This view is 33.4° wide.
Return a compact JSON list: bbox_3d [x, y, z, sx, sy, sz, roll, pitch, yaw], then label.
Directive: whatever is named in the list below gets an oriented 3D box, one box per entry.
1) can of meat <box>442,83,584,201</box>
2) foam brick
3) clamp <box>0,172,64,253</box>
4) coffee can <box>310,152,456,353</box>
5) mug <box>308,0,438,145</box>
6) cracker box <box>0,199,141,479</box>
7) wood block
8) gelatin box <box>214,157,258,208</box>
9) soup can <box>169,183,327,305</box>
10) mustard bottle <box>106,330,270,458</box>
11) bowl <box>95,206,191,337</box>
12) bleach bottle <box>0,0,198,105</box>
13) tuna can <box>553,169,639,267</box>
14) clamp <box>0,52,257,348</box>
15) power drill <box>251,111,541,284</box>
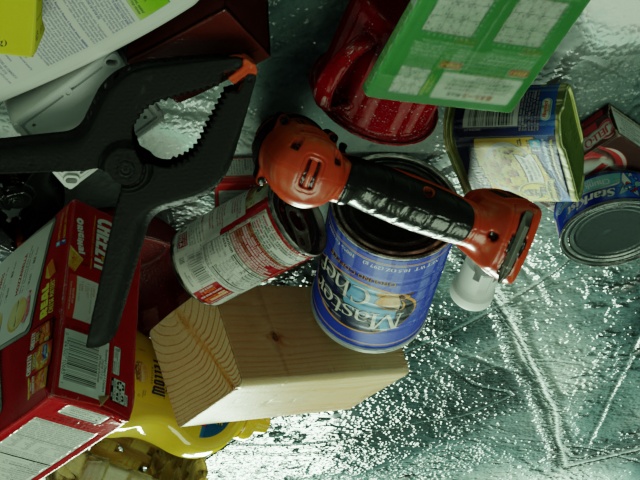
[{"bbox_3d":[0.144,-0.069,0.778,0.084,0.057,0.102,1,149,24],"label":"can of meat"},{"bbox_3d":[-0.077,-0.134,0.684,0.078,0.051,0.053,-22,142,23],"label":"foam brick"},{"bbox_3d":[-0.222,-0.048,0.797,0.120,0.039,0.171,-11,153,-8],"label":"clamp"},{"bbox_3d":[0.050,0.013,0.864,0.102,0.103,0.140,0,144,-8],"label":"coffee can"},{"bbox_3d":[0.041,-0.118,0.679,0.117,0.093,0.082,-27,155,-39],"label":"mug"},{"bbox_3d":[-0.220,0.094,0.793,0.072,0.164,0.214,26,134,-34],"label":"cracker box"},{"bbox_3d":[-0.031,0.097,0.930,0.205,0.091,0.090,4,147,-46],"label":"wood block"},{"bbox_3d":[-0.049,-0.030,0.854,0.073,0.030,0.089,-2,144,-6],"label":"gelatin box"},{"bbox_3d":[-0.055,0.001,0.809,0.102,0.068,0.068,-27,139,27],"label":"soup can"},{"bbox_3d":[-0.124,0.137,0.923,0.191,0.096,0.058,24,137,-34],"label":"mustard bottle"},{"bbox_3d":[-0.170,0.020,0.887,0.162,0.055,0.162,-3,145,-3],"label":"bowl"},{"bbox_3d":[-0.121,-0.159,0.634,0.251,0.068,0.102,-17,138,13],"label":"bleach bottle"},{"bbox_3d":[0.227,-0.017,0.835,0.086,0.034,0.086,-2,144,-1],"label":"tuna can"},{"bbox_3d":[-0.119,-0.038,0.670,0.210,0.036,0.164,-32,110,4],"label":"clamp"},{"bbox_3d":[0.043,-0.035,0.729,0.187,0.184,0.057,18,101,-11],"label":"power drill"}]
